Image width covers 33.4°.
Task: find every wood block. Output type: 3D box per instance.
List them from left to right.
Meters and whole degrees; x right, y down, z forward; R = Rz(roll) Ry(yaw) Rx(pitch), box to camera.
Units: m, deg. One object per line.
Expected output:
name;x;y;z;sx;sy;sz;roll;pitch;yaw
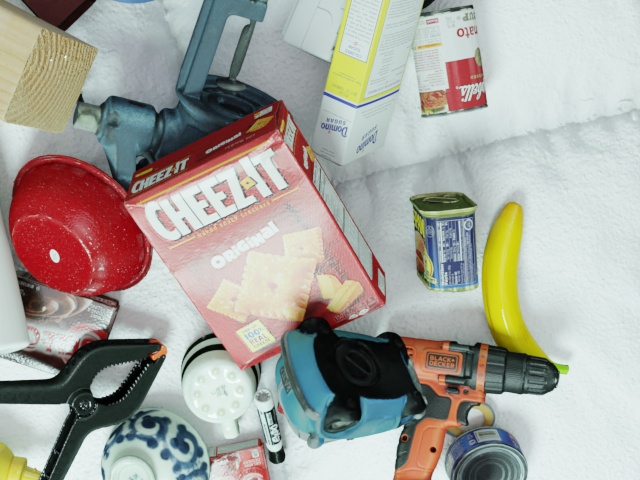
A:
wood block;-0.323;-0.185;0.984;0.206;0.090;0.090;28;99;20

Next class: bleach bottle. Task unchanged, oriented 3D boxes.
bleach bottle;-0.354;-0.008;1.052;0.103;0.067;0.251;-18;82;37

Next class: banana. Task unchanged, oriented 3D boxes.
banana;0.203;0.060;1.126;0.069;0.037;0.198;-21;102;-17

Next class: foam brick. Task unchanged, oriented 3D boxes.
foam brick;-0.265;-0.246;1.037;0.051;0.053;0.078;-42;99;5

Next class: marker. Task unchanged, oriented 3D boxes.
marker;-0.052;0.197;1.113;0.020;0.020;0.121;-10;136;-1

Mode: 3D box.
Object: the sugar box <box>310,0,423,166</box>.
sugar box;0.046;-0.166;1.020;0.048;0.093;0.176;29;120;21

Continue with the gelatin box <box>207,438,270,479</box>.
gelatin box;-0.099;0.259;1.147;0.089;0.030;0.073;-10;100;-1

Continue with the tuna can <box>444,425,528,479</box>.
tuna can;0.179;0.245;1.147;0.086;0.034;0.086;-2;113;-6

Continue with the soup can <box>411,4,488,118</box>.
soup can;0.126;-0.178;1.061;0.068;0.068;0.102;-10;100;-1

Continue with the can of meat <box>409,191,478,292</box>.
can of meat;0.125;0.001;1.077;0.057;0.102;0.084;-6;102;-3

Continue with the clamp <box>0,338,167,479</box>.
clamp;-0.251;0.156;1.072;0.209;0.036;0.164;-40;119;-16

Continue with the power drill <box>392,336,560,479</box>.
power drill;0.144;0.196;1.096;0.184;0.057;0.187;6;78;14

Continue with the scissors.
scissors;0.102;0.201;1.154;0.202;0.016;0.096;-32;100;3

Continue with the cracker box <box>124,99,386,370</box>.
cracker box;-0.057;0.001;1.001;0.164;0.072;0.213;-24;118;14

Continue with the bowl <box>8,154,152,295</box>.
bowl;-0.246;-0.001;1.039;0.162;0.055;0.162;14;129;18

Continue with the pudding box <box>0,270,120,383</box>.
pudding box;-0.275;0.089;1.103;0.113;0.039;0.090;19;100;-5
